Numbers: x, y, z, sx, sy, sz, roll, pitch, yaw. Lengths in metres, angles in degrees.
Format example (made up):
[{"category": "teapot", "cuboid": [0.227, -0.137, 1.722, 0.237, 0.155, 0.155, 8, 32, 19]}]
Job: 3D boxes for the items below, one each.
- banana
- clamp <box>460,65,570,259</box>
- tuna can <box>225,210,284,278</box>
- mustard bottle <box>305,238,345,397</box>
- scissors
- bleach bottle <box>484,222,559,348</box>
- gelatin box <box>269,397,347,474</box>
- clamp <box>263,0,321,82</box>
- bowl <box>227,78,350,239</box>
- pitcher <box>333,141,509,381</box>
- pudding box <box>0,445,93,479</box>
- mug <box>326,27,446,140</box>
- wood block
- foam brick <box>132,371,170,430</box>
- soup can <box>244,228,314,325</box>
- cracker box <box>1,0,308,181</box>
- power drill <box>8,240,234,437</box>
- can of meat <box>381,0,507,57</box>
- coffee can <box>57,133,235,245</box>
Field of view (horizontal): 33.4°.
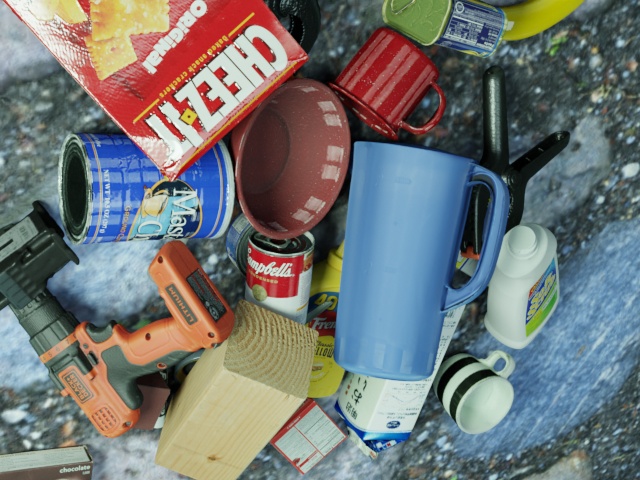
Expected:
[{"category": "banana", "cuboid": [0.245, -0.265, 1.161, 0.197, 0.037, 0.069, -27, 128, -14]}, {"category": "clamp", "cuboid": [0.201, -0.080, 1.205, 0.164, 0.036, 0.210, 40, 70, -36]}, {"category": "tuna can", "cuboid": [-0.057, 0.001, 1.142, 0.086, 0.034, 0.086, -14, 123, -23]}, {"category": "mustard bottle", "cuboid": [0.004, 0.084, 1.209, 0.096, 0.058, 0.192, 12, 110, -26]}, {"category": "scissors", "cuboid": [-0.083, 0.115, 1.169, 0.096, 0.016, 0.202, 27, 119, -28]}, {"category": "bleach bottle", "cuboid": [0.233, 0.047, 1.245, 0.102, 0.068, 0.250, -50, 158, -8]}, {"category": "gelatin box", "cuboid": [-0.020, 0.235, 1.302, 0.073, 0.030, 0.089, -42, 130, -5]}, {"category": "clamp", "cuboid": [-0.027, -0.238, 1.018, 0.120, 0.039, 0.171, -20, 131, -14]}, {"category": "bowl", "cuboid": [-0.042, -0.085, 1.068, 0.161, 0.055, 0.162, -20, 118, -43]}, {"category": "pitcher", "cuboid": [0.093, 0.021, 1.116, 0.144, 0.149, 0.243, 8, 92, -22]}, {"category": "pudding box", "cuboid": [-0.306, 0.272, 1.150, 0.113, 0.039, 0.090, -3, 118, -29]}, {"category": "mug", "cuboid": [0.075, -0.155, 1.081, 0.081, 0.117, 0.093, -52, 159, -1]}, {"category": "wood block", "cuboid": [-0.090, 0.165, 1.108, 0.090, 0.090, 0.206, 24, 135, -13]}, {"category": "foam brick", "cuboid": [-0.200, 0.155, 1.120, 0.051, 0.078, 0.053, 16, 108, -34]}, {"category": "soup can", "cuboid": [-0.044, 0.042, 1.105, 0.068, 0.069, 0.102, -9, 122, -26]}, {"category": "cracker box", "cuboid": [-0.141, -0.181, 0.911, 0.164, 0.072, 0.213, -43, 102, -3]}, {"category": "power drill", "cuboid": [-0.190, 0.078, 1.021, 0.188, 0.057, 0.184, -33, 98, 22]}, {"category": "can of meat", "cuboid": [0.125, -0.226, 1.074, 0.083, 0.102, 0.057, 7, 112, -35]}, {"category": "coffee can", "cuboid": [-0.165, -0.050, 1.005, 0.140, 0.103, 0.103, -3, 118, -29]}]
